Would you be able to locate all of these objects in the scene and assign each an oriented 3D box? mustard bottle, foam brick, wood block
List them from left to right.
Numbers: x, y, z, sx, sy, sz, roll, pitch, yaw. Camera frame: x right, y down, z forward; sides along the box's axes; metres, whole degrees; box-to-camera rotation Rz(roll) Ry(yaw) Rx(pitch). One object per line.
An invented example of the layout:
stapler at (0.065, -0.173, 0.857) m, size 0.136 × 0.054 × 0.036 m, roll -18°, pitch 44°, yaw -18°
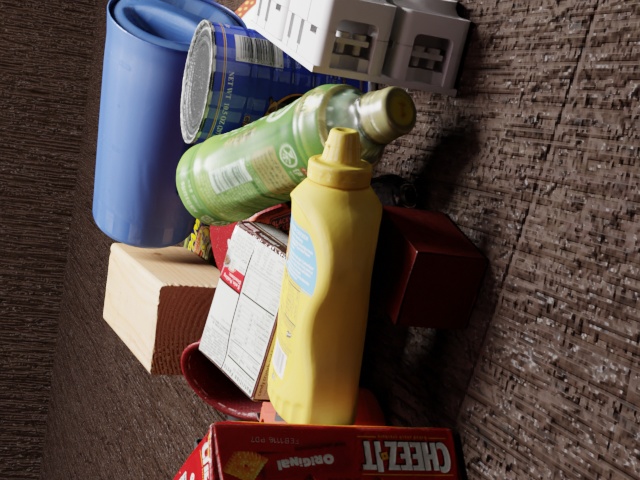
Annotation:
wood block at (-0.153, 0.067, 1.097) m, size 0.206 × 0.090 × 0.090 m, roll -154°, pitch 70°, yaw -64°
mustard bottle at (0.004, 0.022, 0.695) m, size 0.096 × 0.058 × 0.192 m, roll -123°, pitch 37°, yaw -68°
foam brick at (0.066, 0.016, 0.696) m, size 0.078 × 0.051 × 0.053 m, roll -121°, pitch 42°, yaw -60°

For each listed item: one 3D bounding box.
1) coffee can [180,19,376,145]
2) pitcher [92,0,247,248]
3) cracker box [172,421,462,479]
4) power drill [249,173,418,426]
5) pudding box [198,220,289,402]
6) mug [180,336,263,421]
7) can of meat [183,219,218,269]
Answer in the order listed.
coffee can at (-0.037, -0.122, 0.894) m, size 0.103 × 0.140 × 0.103 m, roll -174°, pitch 90°, yaw -71°
pitcher at (-0.152, -0.109, 1.050) m, size 0.149 × 0.145 × 0.243 m, roll -83°, pitch 7°, yaw -56°
cracker box at (-0.022, 0.190, 0.720) m, size 0.214 × 0.164 × 0.072 m, roll 123°, pitch 145°, yaw -52°
power drill at (0.008, 0.051, 0.810) m, size 0.185 × 0.057 × 0.187 m, roll -17°, pitch 69°, yaw 51°
pudding box at (-0.043, 0.052, 0.796) m, size 0.090 × 0.039 × 0.113 m, roll 33°, pitch 111°, yaw 50°
mug at (-0.062, 0.084, 0.907) m, size 0.081 × 0.093 × 0.117 m, roll -57°, pitch -38°, yaw -42°
can of meat at (-0.116, 0.015, 1.201) m, size 0.084 × 0.057 × 0.102 m, roll -114°, pitch 35°, yaw -51°
